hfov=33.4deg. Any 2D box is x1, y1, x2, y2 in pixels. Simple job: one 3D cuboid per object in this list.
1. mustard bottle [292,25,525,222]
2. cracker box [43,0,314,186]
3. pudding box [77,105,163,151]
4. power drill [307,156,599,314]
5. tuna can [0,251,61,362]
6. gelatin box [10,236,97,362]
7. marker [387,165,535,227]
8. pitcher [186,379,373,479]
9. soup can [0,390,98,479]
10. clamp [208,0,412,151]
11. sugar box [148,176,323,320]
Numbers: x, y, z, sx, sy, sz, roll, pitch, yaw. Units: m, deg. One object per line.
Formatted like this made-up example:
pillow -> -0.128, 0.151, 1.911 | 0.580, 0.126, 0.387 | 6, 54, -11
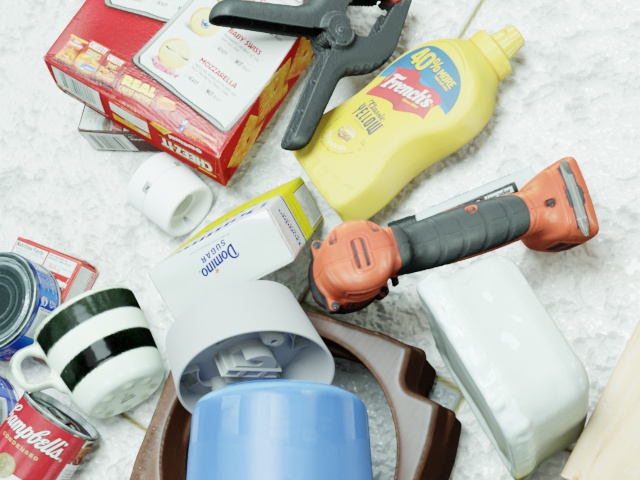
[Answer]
mustard bottle -> 0.073, -0.099, 0.812 | 0.191, 0.058, 0.096 | -37, 45, 4
cracker box -> -0.091, -0.175, 0.861 | 0.164, 0.072, 0.213 | 29, 73, 9
pudding box -> -0.145, -0.124, 0.917 | 0.114, 0.039, 0.090 | 4, 70, 19
power drill -> 0.082, 0.005, 0.733 | 0.187, 0.184, 0.057 | -18, 84, -6
tuna can -> -0.255, 0.053, 0.863 | 0.086, 0.033, 0.086 | -8, 69, 20
gelatin box -> -0.238, 0.049, 0.895 | 0.073, 0.030, 0.089 | 18, 79, 27
marker -> 0.104, -0.025, 0.797 | 0.121, 0.020, 0.020 | -22, 65, 13
pitcher -> -0.034, 0.207, 0.607 | 0.145, 0.149, 0.243 | -13, 64, 27
soup can -> -0.229, 0.175, 0.825 | 0.069, 0.068, 0.102 | 33, 86, 27
clamp -> -0.002, -0.160, 0.807 | 0.171, 0.120, 0.039 | -45, 20, -29
sugar box -> -0.055, 0.001, 0.765 | 0.093, 0.176, 0.048 | -28, 94, 9
